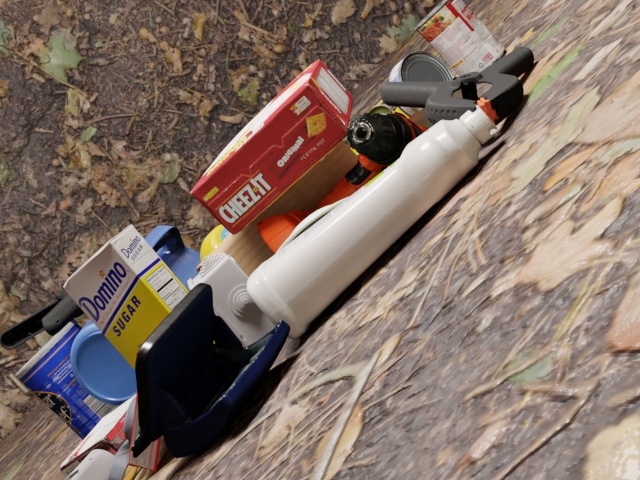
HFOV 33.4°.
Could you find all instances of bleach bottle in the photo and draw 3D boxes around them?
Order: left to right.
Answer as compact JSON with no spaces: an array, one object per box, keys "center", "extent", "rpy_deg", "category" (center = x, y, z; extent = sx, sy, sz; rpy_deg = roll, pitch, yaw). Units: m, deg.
[{"center":[0.050,-0.023,0.929],"extent":[0.251,0.068,0.102],"rpy_deg":[-41,5,7],"category":"bleach bottle"}]

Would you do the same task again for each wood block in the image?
[{"center":[-0.033,-0.014,1.212],"extent":[0.206,0.090,0.091],"rpy_deg":[-47,7,-18],"category":"wood block"}]

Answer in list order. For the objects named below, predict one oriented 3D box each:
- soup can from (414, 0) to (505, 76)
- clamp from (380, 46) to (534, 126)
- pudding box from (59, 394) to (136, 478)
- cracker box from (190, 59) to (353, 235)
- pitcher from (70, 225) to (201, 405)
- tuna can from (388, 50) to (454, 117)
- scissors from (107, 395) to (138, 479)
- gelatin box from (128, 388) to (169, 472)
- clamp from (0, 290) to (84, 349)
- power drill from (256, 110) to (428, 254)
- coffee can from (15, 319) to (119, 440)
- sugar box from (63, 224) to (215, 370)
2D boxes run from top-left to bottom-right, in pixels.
[{"center":[0.180,-0.257,1.365],"extent":[0.068,0.102,0.068],"rpy_deg":[-43,7,7],"category":"soup can"},{"center":[0.155,-0.148,1.048],"extent":[0.164,0.036,0.210],"rpy_deg":[-18,19,-2],"category":"clamp"},{"center":[-0.229,0.219,1.177],"extent":[0.114,0.039,0.089],"rpy_deg":[-35,11,42],"category":"pudding box"},{"center":[-0.044,-0.104,1.151],"extent":[0.164,0.072,0.213],"rpy_deg":[-42,10,13],"category":"cracker box"},{"center":[-0.215,0.095,1.327],"extent":[0.145,0.149,0.242],"rpy_deg":[-41,6,22],"category":"pitcher"},{"center":[0.130,-0.198,1.368],"extent":[0.086,0.086,0.034],"rpy_deg":[-49,7,-34],"category":"tuna can"},{"center":[-0.167,0.171,1.046],"extent":[0.201,0.016,0.096],"rpy_deg":[-66,-11,-69],"category":"scissors"},{"center":[-0.145,0.151,0.966],"extent":[0.073,0.030,0.089],"rpy_deg":[-60,-18,-63],"category":"gelatin box"},{"center":[-0.310,0.080,1.333],"extent":[0.120,0.039,0.171],"rpy_deg":[-6,26,49],"category":"clamp"},{"center":[0.026,-0.055,1.076],"extent":[0.188,0.057,0.184],"rpy_deg":[-41,-17,18],"category":"power drill"},{"center":[-0.304,0.185,1.369],"extent":[0.103,0.140,0.103],"rpy_deg":[-43,7,7],"category":"coffee can"},{"center":[-0.157,0.080,1.014],"extent":[0.093,0.176,0.048],"rpy_deg":[-38,7,37],"category":"sugar box"}]
